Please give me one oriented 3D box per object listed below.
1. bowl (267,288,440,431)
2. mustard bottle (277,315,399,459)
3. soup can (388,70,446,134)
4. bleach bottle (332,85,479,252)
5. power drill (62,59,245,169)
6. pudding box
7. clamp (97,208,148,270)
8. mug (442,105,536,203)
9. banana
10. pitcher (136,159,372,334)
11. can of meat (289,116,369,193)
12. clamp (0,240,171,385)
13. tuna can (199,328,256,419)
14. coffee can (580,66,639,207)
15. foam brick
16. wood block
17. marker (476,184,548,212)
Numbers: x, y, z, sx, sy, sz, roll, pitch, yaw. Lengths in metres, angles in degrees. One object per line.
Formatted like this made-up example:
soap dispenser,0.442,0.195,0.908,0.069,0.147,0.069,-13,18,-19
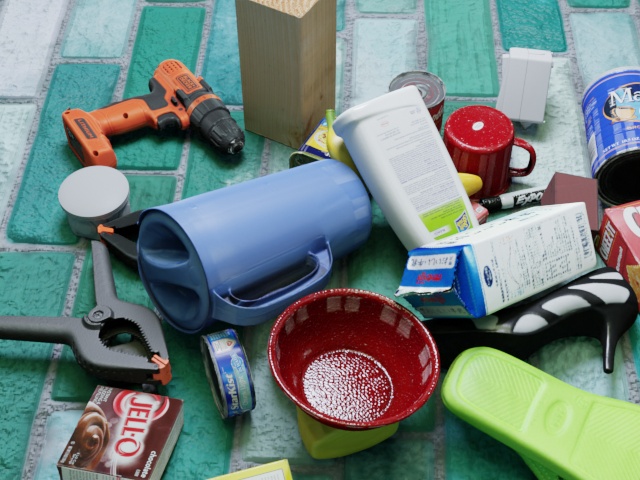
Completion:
bowl,0.029,0.122,1.005,0.162,0.055,0.162,4,46,-4
mustard bottle,0.000,0.124,1.081,0.096,0.058,0.192,-16,51,-14
soup can,0.113,-0.143,1.279,0.068,0.102,0.068,0,49,0
bleach bottle,0.109,-0.034,1.146,0.102,0.068,0.251,-23,86,-18
power drill,-0.207,-0.138,1.312,0.187,0.057,0.185,-25,50,-23
pudding box,-0.189,0.194,1.024,0.090,0.039,0.113,8,38,8
clamp,-0.164,0.009,1.197,0.171,0.039,0.120,-4,47,-2
mug,0.195,-0.102,1.255,0.117,0.081,0.093,11,50,11
banana,0.085,-0.079,1.201,0.197,0.037,0.069,25,87,-6
pitcher,-0.057,0.001,1.120,0.242,0.145,0.149,-23,88,-35
can of meat,0.026,-0.097,1.272,0.102,0.057,0.083,21,51,17
clamp,-0.226,0.081,1.110,0.210,0.036,0.164,23,50,25
tuna can,-0.092,0.131,1.058,0.033,0.086,0.086,-15,51,-14
coffee can,0.365,-0.121,1.254,0.103,0.103,0.140,2,49,3
foam brick,0.281,-0.030,1.203,0.051,0.053,0.078,11,55,-3
wood block,-0.038,-0.222,1.281,0.091,0.206,0.090,22,53,19
marker,0.241,-0.051,1.252,0.121,0.020,0.020,-12,50,-9
